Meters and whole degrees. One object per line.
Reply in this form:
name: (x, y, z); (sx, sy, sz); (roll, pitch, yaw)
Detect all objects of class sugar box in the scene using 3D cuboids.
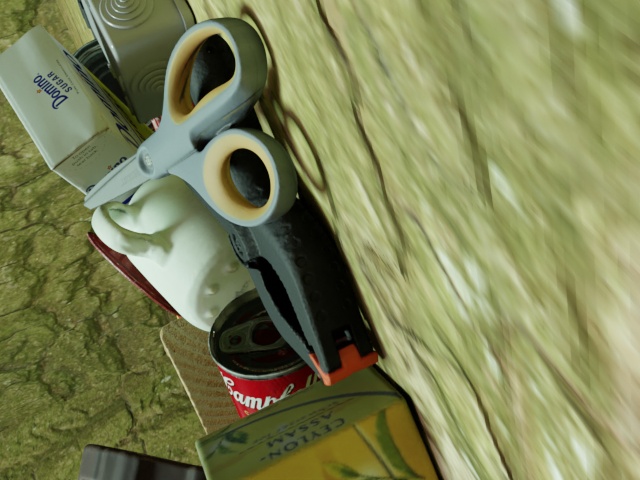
sugar box: (-0.121, -0.050, 0.658); (0.093, 0.048, 0.176); (53, 180, 28)

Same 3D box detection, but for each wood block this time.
wood block: (-0.045, 0.098, 0.734); (0.091, 0.090, 0.206); (62, 170, 11)

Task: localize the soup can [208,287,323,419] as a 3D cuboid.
soup can: (-0.013, 0.081, 0.570); (0.068, 0.068, 0.102); (54, 165, 50)

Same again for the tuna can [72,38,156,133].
tuna can: (-0.159, -0.115, 0.833); (0.086, 0.086, 0.034); (66, 169, -4)

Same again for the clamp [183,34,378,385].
clamp: (-0.029, -0.006, 0.521); (0.120, 0.039, 0.171); (109, 136, -73)

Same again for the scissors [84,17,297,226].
scissors: (-0.065, -0.026, 0.500); (0.096, 0.016, 0.202); (61, 145, 12)
